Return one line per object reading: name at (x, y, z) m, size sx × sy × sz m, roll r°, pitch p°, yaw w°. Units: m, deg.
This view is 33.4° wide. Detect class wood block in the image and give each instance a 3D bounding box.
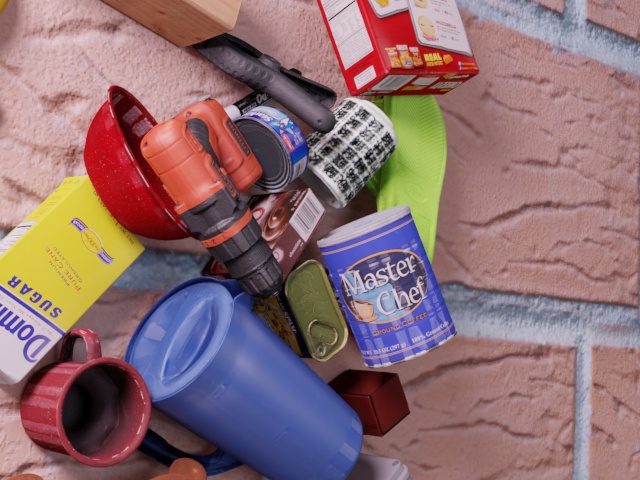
wood block at (-0.173, -0.273, 0.990) m, size 0.205 × 0.090 × 0.091 m, roll 27°, pitch 68°, yaw -38°

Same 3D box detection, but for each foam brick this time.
foam brick at (0.049, 0.178, 1.174) m, size 0.051 × 0.078 × 0.053 m, roll -33°, pitch 111°, yaw -40°

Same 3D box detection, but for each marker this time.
marker at (-0.061, -0.154, 1.133) m, size 0.120 × 0.020 × 0.020 m, roll -38°, pitch 112°, yaw -37°

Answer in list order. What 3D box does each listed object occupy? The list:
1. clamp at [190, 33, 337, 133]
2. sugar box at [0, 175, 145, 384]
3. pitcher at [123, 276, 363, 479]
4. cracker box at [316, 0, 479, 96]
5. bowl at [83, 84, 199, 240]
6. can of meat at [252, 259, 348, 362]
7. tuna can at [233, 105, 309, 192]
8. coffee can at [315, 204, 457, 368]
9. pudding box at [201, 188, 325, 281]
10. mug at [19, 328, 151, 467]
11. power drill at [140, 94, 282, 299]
clamp at (-0.052, -0.163, 1.078) m, size 0.171 × 0.120 × 0.039 m, roll 24°, pitch 104°, yaw -16°
sugar box at (-0.243, 0.033, 0.935) m, size 0.093 × 0.048 × 0.176 m, roll 55°, pitch 53°, yaw -25°
pitcher at (-0.074, 0.160, 1.041) m, size 0.242 × 0.149 × 0.145 m, roll 45°, pitch 44°, yaw -35°
cracker box at (0.073, -0.269, 1.197) m, size 0.163 × 0.072 × 0.214 m, roll -10°, pitch 77°, yaw -44°
bowl at (-0.167, -0.059, 0.973) m, size 0.162 × 0.055 × 0.162 m, roll 58°, pitch 9°, yaw -15°
can of meat at (-0.030, 0.073, 1.103) m, size 0.057 × 0.084 × 0.102 m, roll -35°, pitch 111°, yaw -39°
tuna can at (-0.054, -0.094, 1.091) m, size 0.033 × 0.086 × 0.086 m, roll -40°, pitch 114°, yaw -38°
coffee can at (0.068, 0.046, 1.094) m, size 0.102 × 0.103 × 0.140 m, roll -26°, pitch 97°, yaw -41°
pudding box at (-0.057, 0.001, 1.079) m, size 0.039 × 0.090 × 0.113 m, roll 52°, pitch 55°, yaw -29°
mug at (-0.210, 0.136, 0.934) m, size 0.093 × 0.082 × 0.117 m, roll -4°, pitch 90°, yaw -43°
power drill at (-0.092, -0.049, 0.995) m, size 0.184 × 0.057 × 0.187 m, roll 58°, pitch 9°, yaw -20°
